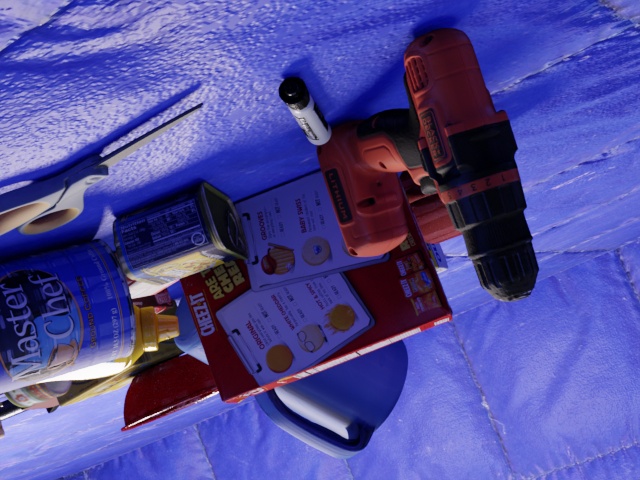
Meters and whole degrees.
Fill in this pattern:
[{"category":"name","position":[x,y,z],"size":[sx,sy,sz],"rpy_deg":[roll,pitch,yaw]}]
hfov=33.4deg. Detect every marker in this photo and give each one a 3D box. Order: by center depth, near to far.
[{"category":"marker","position":[-0.010,-0.089,0.739],"size":[0.020,0.020,0.121],"rpy_deg":[-22,169,5]}]

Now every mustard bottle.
[{"category":"mustard bottle","position":[-0.225,0.088,0.971],"size":[0.191,0.058,0.096],"rpy_deg":[-6,134,-7]}]

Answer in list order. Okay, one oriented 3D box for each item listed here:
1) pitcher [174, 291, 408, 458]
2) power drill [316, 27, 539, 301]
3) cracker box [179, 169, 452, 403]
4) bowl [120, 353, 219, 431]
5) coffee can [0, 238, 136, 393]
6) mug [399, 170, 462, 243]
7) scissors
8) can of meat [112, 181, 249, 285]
[{"category":"pitcher","position":[-0.034,0.123,1.154],"size":[0.242,0.145,0.149],"rpy_deg":[29,177,-25]},{"category":"power drill","position":[0.074,-0.038,0.759],"size":[0.057,0.184,0.188],"rpy_deg":[-15,177,-28]},{"category":"cracker box","position":[-0.010,0.032,0.954],"size":[0.214,0.164,0.072],"rpy_deg":[-22,167,4]},{"category":"bowl","position":[-0.174,0.174,1.287],"size":[0.162,0.055,0.162],"rpy_deg":[-23,172,-3]},{"category":"coffee can","position":[-0.233,0.063,0.855],"size":[0.140,0.103,0.103],"rpy_deg":[-15,168,-29]},{"category":"mug","position":[0.122,-0.045,1.020],"size":[0.082,0.093,0.117],"rpy_deg":[-22,171,35]},{"category":"scissors","position":[-0.152,-0.042,0.721],"size":[0.202,0.016,0.096],"rpy_deg":[-23,171,12]},{"category":"can of meat","position":[-0.114,-0.002,0.879],"size":[0.084,0.057,0.102],"rpy_deg":[-20,169,8]}]
